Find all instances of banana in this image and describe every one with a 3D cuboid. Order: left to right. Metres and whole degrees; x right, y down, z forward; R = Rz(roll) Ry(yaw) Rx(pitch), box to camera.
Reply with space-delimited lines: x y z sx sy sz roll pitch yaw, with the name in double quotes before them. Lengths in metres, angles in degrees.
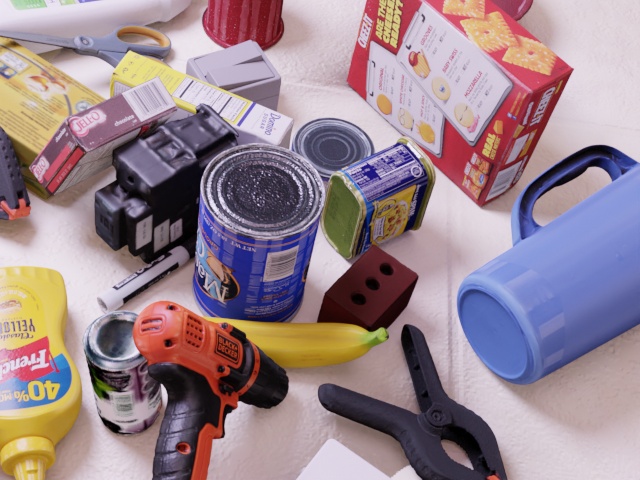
"banana" -0.042 0.082 0.904 0.198 0.069 0.037 0 58 2

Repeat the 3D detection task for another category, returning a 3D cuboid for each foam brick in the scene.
"foam brick" 0.042 0.053 0.952 0.053 0.051 0.078 35 54 16

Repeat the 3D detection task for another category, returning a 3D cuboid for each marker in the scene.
"marker" -0.147 0.027 0.959 0.120 0.020 0.020 -35 65 -31

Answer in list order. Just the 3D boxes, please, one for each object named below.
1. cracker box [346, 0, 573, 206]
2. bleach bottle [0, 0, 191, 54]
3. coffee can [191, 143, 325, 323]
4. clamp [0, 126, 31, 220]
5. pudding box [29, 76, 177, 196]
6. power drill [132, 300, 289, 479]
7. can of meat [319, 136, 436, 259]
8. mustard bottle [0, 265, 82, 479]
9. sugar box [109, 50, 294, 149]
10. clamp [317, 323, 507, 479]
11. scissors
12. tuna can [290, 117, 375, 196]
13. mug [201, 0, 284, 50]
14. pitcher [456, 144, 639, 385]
"cracker box" 0.132 -0.165 1.069 0.072 0.164 0.214 -29 62 -30
"bleach bottle" -0.242 -0.263 1.145 0.250 0.068 0.103 -19 58 -26
"coffee can" -0.056 0.001 0.918 0.102 0.140 0.103 5 51 -6
"clamp" -0.350 -0.087 0.971 0.210 0.165 0.036 49 20 4
"pudding box" -0.191 -0.092 0.943 0.113 0.090 0.039 -32 88 -42
"power drill" -0.082 0.155 0.806 0.057 0.184 0.187 -13 62 27
"can of meat" 0.051 -0.037 0.994 0.083 0.102 0.057 -26 62 -25
"mustard bottle" -0.241 0.111 0.851 0.096 0.058 0.192 -5 53 -20
"sugar box" -0.116 -0.107 1.024 0.176 0.093 0.048 22 52 6
"clamp" 0.081 0.155 0.887 0.120 0.039 0.172 -26 61 -25
"scissors" -0.223 -0.182 1.072 0.201 0.016 0.096 -17 66 -46
"tuna can" 0.011 -0.082 1.064 0.086 0.034 0.086 5 51 -6
"mug" -0.077 -0.275 1.169 0.093 0.082 0.117 18 51 4
"pitcher" 0.239 0.021 0.966 0.242 0.145 0.149 -27 30 -24
